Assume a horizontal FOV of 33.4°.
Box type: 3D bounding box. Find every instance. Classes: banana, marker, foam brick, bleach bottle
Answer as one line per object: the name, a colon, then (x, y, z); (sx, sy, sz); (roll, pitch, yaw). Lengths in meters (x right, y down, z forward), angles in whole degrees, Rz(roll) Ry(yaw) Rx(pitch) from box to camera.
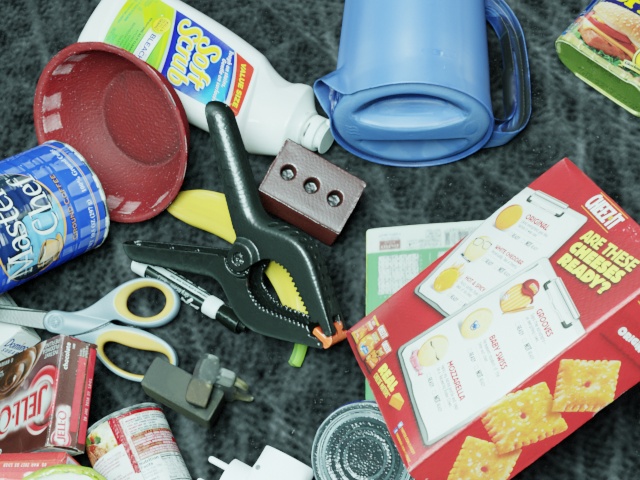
banana: (-0.056, 0.012, 0.899); (0.069, 0.037, 0.198); (-39, 65, -4)
marker: (-0.110, 0.045, 0.908); (0.121, 0.020, 0.020); (29, 77, 22)
foam brick: (-0.010, -0.040, 0.888); (0.078, 0.051, 0.053); (29, 77, 1)
bleach bottle: (-0.093, -0.150, 0.960); (0.251, 0.068, 0.102); (28, 79, 19)

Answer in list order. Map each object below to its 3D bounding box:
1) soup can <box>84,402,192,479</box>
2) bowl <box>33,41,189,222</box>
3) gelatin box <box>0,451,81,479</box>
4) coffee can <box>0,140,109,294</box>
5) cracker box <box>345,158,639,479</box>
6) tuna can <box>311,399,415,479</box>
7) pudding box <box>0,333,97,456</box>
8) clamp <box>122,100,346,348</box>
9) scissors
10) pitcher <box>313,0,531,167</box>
soup can: (-0.136, 0.187, 0.830); (0.068, 0.068, 0.102); (-29, 65, 0)
bowl: (-0.171, -0.099, 0.935); (0.162, 0.055, 0.162); (11, 116, 25)
gelatin box: (-0.218, 0.194, 0.834); (0.073, 0.089, 0.030); (-3, 59, 12)
coffee can: (-0.263, -0.013, 0.888); (0.103, 0.103, 0.140); (38, 45, 23)
cracker box: (0.136, 0.063, 0.742); (0.214, 0.072, 0.164); (-39, 31, 8)
tuna can: (0.037, 0.163, 0.807); (0.086, 0.033, 0.086); (-2, 82, 17)
pudding box: (-0.227, 0.133, 0.859); (0.114, 0.039, 0.090); (-24, 54, 45)
clamp: (-0.056, 0.001, 0.850); (0.210, 0.036, 0.165); (37, 116, 20)
scissors: (-0.206, 0.053, 0.894); (0.202, 0.016, 0.096); (24, 84, 2)
pitcher: (0.090, -0.191, 0.907); (0.145, 0.149, 0.243); (-8, 63, 26)
